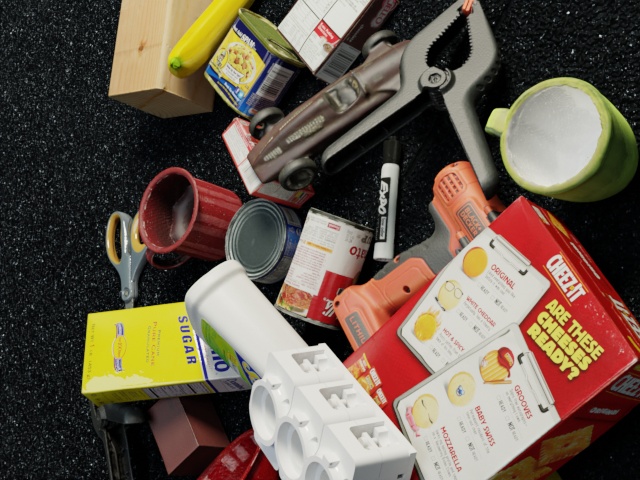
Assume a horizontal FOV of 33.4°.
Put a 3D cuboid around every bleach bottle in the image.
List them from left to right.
[{"bbox_3d":[-0.020,0.133,0.979,0.068,0.102,0.251,-38,65,-19],"label":"bleach bottle"}]

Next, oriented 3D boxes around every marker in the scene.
[{"bbox_3d":[0.065,-0.041,1.020,0.020,0.020,0.121,-4,76,41],"label":"marker"}]

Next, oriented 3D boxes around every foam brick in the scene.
[{"bbox_3d":[-0.137,0.199,1.113,0.053,0.051,0.078,-44,54,23],"label":"foam brick"}]

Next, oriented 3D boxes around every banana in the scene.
[{"bbox_3d":[-0.114,-0.239,1.181,0.070,0.037,0.197,-18,34,54],"label":"banana"}]

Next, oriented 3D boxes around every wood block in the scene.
[{"bbox_3d":[-0.172,-0.257,1.240,0.091,0.090,0.206,-1,77,40],"label":"wood block"}]

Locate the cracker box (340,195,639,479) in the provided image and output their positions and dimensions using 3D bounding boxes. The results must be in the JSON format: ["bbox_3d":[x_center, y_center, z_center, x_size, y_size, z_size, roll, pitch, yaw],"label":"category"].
[{"bbox_3d":[0.134,0.100,0.818,0.214,0.072,0.164,-45,50,22],"label":"cracker box"}]

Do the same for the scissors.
[{"bbox_3d":[-0.211,0.047,1.242,0.096,0.016,0.202,-34,59,30],"label":"scissors"}]

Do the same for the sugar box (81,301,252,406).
[{"bbox_3d":[-0.154,0.113,1.098,0.176,0.048,0.093,-10,61,13],"label":"sugar box"}]

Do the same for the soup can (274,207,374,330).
[{"bbox_3d":[0.004,0.027,1.024,0.069,0.068,0.102,21,92,42],"label":"soup can"}]

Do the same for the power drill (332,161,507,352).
[{"bbox_3d":[0.110,0.050,0.935,0.188,0.057,0.184,-43,54,22],"label":"power drill"}]

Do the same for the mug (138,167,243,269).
[{"bbox_3d":[-0.142,-0.015,1.153,0.117,0.081,0.093,-54,50,16],"label":"mug"}]

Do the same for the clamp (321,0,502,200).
[{"bbox_3d":[0.096,-0.131,0.959,0.165,0.036,0.210,5,62,23],"label":"clamp"}]

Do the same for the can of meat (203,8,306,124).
[{"bbox_3d":[-0.072,-0.187,1.156,0.084,0.057,0.102,-54,50,20],"label":"can of meat"}]

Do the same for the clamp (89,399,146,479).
[{"bbox_3d":[-0.229,0.209,1.184,0.172,0.039,0.120,-140,60,-61],"label":"clamp"}]

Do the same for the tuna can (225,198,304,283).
[{"bbox_3d":[-0.057,0.001,1.107,0.086,0.033,0.086,-12,71,39],"label":"tuna can"}]

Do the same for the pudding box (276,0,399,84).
[{"bbox_3d":[0.016,-0.232,1.102,0.114,0.039,0.090,-49,51,18],"label":"pudding box"}]

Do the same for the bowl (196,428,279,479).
[{"bbox_3d":[-0.088,0.258,1.020,0.162,0.055,0.162,-48,8,9],"label":"bowl"}]

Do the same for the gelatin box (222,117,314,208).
[{"bbox_3d":[-0.054,-0.080,1.099,0.030,0.073,0.089,-44,53,25],"label":"gelatin box"}]
